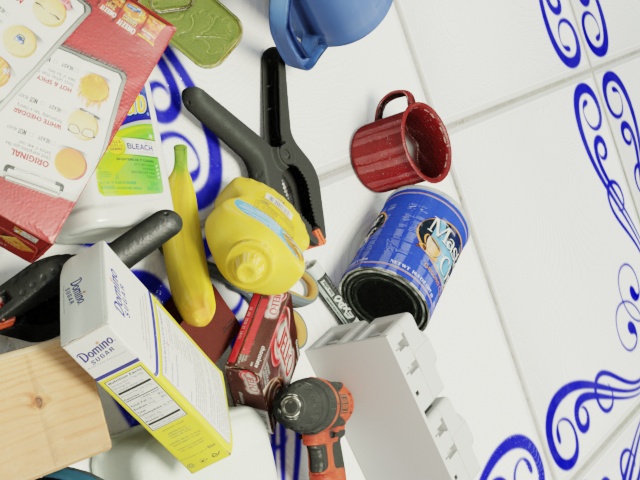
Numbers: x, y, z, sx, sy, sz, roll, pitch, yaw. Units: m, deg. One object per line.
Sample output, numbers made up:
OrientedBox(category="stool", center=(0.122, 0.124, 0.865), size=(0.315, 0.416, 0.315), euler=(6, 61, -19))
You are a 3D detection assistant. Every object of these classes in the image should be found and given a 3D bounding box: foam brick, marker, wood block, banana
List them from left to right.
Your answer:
OrientedBox(category="wood block", center=(-0.257, 0.134, 0.724), size=(0.205, 0.090, 0.091), euler=(-13, 88, -50))
OrientedBox(category="banana", center=(-0.117, 0.008, 0.917), size=(0.070, 0.037, 0.198), euler=(88, -10, -50))
OrientedBox(category="foam brick", center=(-0.116, 0.084, 0.932), size=(0.053, 0.051, 0.078), euler=(58, 43, -21))
OrientedBox(category="marker", center=(0.021, 0.071, 1.120), size=(0.121, 0.020, 0.020), euler=(55, 44, -23))

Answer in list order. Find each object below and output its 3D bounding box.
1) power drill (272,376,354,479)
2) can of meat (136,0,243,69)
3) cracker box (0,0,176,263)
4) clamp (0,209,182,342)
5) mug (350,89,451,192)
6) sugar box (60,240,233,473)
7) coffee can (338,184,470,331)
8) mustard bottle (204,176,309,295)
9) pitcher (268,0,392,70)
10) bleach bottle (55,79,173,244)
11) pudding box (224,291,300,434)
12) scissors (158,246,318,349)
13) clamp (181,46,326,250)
OrientedBox(category="power drill", center=(0.000, 0.219, 0.976), size=(0.184, 0.057, 0.187), euler=(28, 59, -74))
OrientedBox(category="can of meat", center=(-0.130, -0.214, 0.973), size=(0.057, 0.084, 0.102), euler=(-49, 128, 7))
OrientedBox(category="cracker box", center=(-0.230, -0.115, 0.798), size=(0.164, 0.072, 0.213), euler=(32, 62, -15))
OrientedBox(category="clamp", center=(-0.182, 0.030, 0.839), size=(0.171, 0.039, 0.120), euler=(-11, 131, -50))
OrientedBox(category="mug", center=(0.087, -0.112, 1.204), size=(0.093, 0.082, 0.117), euler=(4, 76, -49))
OrientedBox(category="sugar box", center=(-0.130, 0.091, 0.808), size=(0.176, 0.048, 0.093), euler=(53, 13, -38))
OrientedBox(category="coffee can", center=(0.092, 0.022, 1.153), size=(0.102, 0.103, 0.140), euler=(54, 45, -24))
OrientedBox(category="mustard bottle", center=(-0.056, 0.002, 0.944), size=(0.096, 0.058, 0.191), euler=(42, 11, -9))
OrientedBox(category="pitcher", center=(-0.011, -0.278, 1.032), size=(0.149, 0.145, 0.242), euler=(65, 7, 14))
OrientedBox(category="bleach bottle", center=(-0.192, -0.126, 0.902), size=(0.102, 0.068, 0.251), euler=(-3, 78, -45))
OrientedBox(category="pudding box", center=(-0.051, 0.109, 0.969), size=(0.113, 0.039, 0.090), euler=(87, 19, -54))
OrientedBox(category="scissors", center=(-0.073, 0.058, 1.018), size=(0.201, 0.016, 0.096), euler=(5, 76, -47))
OrientedBox(category="clamp", center=(-0.045, -0.091, 1.080), size=(0.210, 0.036, 0.164), euler=(61, 39, -17))
